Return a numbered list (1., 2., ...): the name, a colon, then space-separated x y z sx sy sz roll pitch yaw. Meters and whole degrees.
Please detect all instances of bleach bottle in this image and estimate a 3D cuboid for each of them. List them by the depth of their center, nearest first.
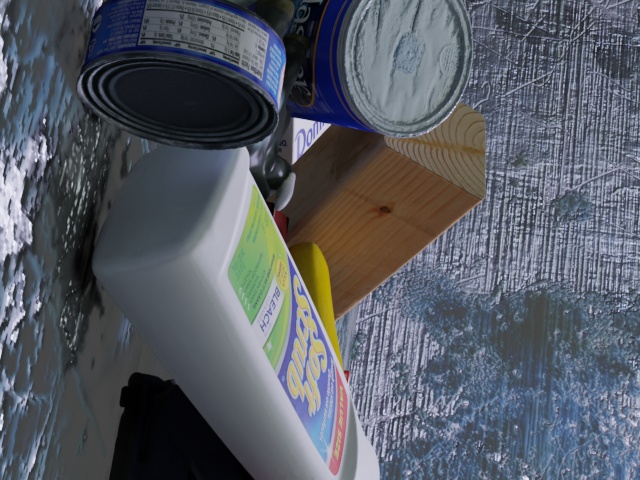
1. bleach bottle: -0.025 0.070 0.570 0.102 0.068 0.250 -75 146 -47

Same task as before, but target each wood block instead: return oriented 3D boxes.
1. wood block: 0.026 -0.026 0.818 0.206 0.090 0.090 -42 -150 42

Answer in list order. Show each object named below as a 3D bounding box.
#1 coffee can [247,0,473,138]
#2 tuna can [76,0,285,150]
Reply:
1. coffee can: 0.015 -0.126 0.701 0.141 0.102 0.103 18 -75 53
2. tuna can: -0.058 -0.071 0.454 0.086 0.086 0.033 80 16 -71
